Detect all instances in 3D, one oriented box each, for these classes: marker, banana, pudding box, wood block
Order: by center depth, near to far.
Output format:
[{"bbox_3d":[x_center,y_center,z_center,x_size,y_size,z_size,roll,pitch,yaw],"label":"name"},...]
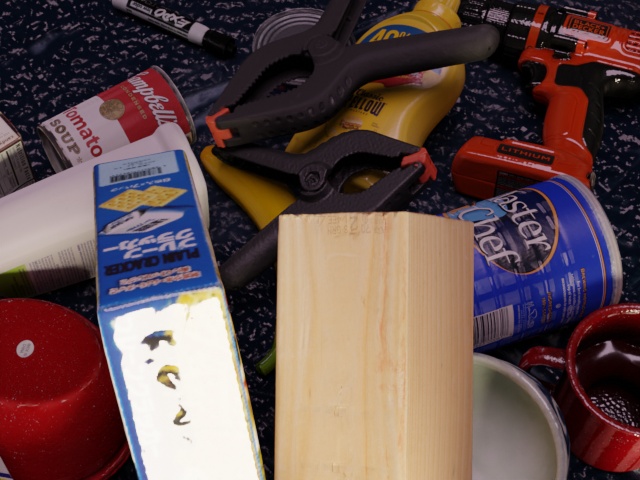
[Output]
[{"bbox_3d":[0.032,0.089,0.632,0.090,0.090,0.206,-1,87,32],"label":"wood block"},{"bbox_3d":[-0.261,-0.031,0.770,0.113,0.090,0.039,-39,66,-22],"label":"pudding box"},{"bbox_3d":[-0.036,0.000,0.785,0.069,0.037,0.198,-12,59,-9],"label":"banana"},{"bbox_3d":[-0.124,-0.186,0.913,0.121,0.020,0.020,26,61,15],"label":"marker"}]

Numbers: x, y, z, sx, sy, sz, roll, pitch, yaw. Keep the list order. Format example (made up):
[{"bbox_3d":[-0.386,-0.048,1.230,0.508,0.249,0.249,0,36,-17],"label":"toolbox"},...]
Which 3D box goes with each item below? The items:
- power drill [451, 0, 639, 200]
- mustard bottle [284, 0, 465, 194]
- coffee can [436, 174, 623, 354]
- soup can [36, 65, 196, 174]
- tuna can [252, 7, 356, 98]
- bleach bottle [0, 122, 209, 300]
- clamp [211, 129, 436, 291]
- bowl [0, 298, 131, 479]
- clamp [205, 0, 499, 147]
[{"bbox_3d":[0.168,-0.114,0.849,0.184,0.057,0.187,16,60,16],"label":"power drill"},{"bbox_3d":[0.057,-0.117,0.827,0.096,0.058,0.191,20,69,32],"label":"mustard bottle"},{"bbox_3d":[0.119,0.023,0.735,0.140,0.103,0.103,-17,59,-11],"label":"coffee can"},{"bbox_3d":[-0.156,-0.082,0.818,0.102,0.068,0.068,-31,63,-18],"label":"soup can"},{"bbox_3d":[-0.013,-0.150,0.883,0.086,0.034,0.086,0,57,-1],"label":"tuna can"},{"bbox_3d":[-0.205,0.002,0.743,0.250,0.103,0.068,-21,66,-14],"label":"bleach bottle"},{"bbox_3d":[-0.005,-0.025,0.746,0.172,0.039,0.120,-6,70,24],"label":"clamp"},{"bbox_3d":[-0.190,0.088,0.683,0.162,0.055,0.162,12,39,-10],"label":"bowl"},{"bbox_3d":[0.004,-0.139,0.793,0.210,0.036,0.165,-29,46,-6],"label":"clamp"}]
